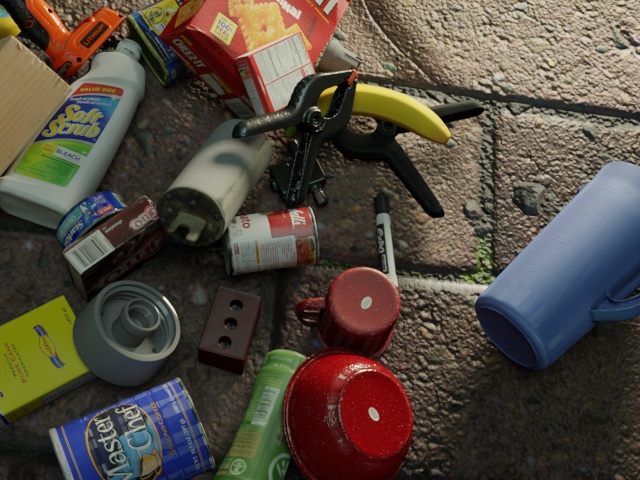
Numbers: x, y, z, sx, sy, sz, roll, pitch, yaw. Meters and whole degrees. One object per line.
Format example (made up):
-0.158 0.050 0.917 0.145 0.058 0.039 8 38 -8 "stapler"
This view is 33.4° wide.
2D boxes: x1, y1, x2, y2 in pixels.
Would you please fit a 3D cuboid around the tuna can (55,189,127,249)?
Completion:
-0.251 -0.016 1.186 0.086 0.086 0.034 -36 74 -19 "tuna can"

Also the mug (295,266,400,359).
0.031 0.079 1.179 0.117 0.081 0.093 6 66 -4 "mug"

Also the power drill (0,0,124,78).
-0.330 -0.301 1.277 0.187 0.057 0.184 41 64 -15 "power drill"

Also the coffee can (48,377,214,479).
-0.191 0.213 1.085 0.140 0.103 0.103 -21 71 -15 "coffee can"

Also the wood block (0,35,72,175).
-0.383 -0.118 1.183 0.090 0.090 0.206 43 73 -24 "wood block"

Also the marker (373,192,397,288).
0.076 0.000 1.252 0.020 0.020 0.121 -1 67 -7 "marker"

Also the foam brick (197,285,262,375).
-0.099 0.099 1.172 0.053 0.051 0.078 15 66 0 "foam brick"

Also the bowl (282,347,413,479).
0.042 0.184 1.105 0.161 0.055 0.162 13 65 -30 "bowl"

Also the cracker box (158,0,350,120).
-0.070 -0.270 1.278 0.164 0.072 0.213 44 63 -30 "cracker box"

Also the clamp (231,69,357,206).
-0.013 -0.124 1.213 0.171 0.120 0.039 -41 32 -21 "clamp"

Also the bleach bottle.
-0.280 -0.135 1.248 0.102 0.068 0.250 18 63 7 "bleach bottle"

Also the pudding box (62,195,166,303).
-0.224 0.010 1.175 0.113 0.090 0.039 -35 73 -18 "pudding box"

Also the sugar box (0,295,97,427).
-0.331 0.140 1.132 0.176 0.048 0.093 -28 73 -18 "sugar box"

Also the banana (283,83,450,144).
0.056 -0.151 1.268 0.198 0.037 0.069 2 90 3 "banana"

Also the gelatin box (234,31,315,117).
-0.048 -0.191 1.228 0.089 0.030 0.073 -33 110 -37 "gelatin box"

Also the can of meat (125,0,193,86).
-0.179 -0.250 1.310 0.083 0.057 0.102 -30 74 -16 "can of meat"

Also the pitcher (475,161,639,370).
0.299 0.035 1.199 0.242 0.149 0.145 -41 88 -17 "pitcher"

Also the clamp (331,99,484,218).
0.082 -0.121 1.294 0.210 0.036 0.164 15 68 3 "clamp"

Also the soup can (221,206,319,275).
-0.058 0.001 1.209 0.102 0.068 0.068 -8 68 -9 "soup can"
